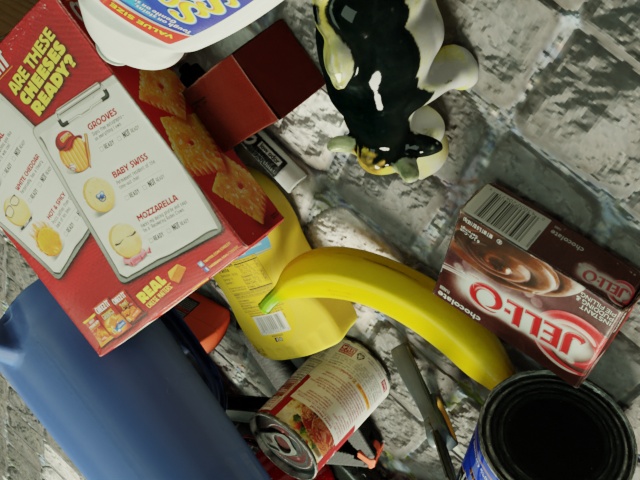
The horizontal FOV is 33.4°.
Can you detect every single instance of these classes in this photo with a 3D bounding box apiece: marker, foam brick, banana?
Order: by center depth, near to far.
[{"bbox_3d":[-0.045,-0.102,0.708,0.053,0.051,0.078,55,147,-10],"label":"foam brick"},{"bbox_3d":[0.051,0.047,0.753,0.198,0.037,0.070,19,124,20],"label":"banana"},{"bbox_3d":[-0.058,-0.084,0.773,0.121,0.020,0.020,46,148,3],"label":"marker"}]

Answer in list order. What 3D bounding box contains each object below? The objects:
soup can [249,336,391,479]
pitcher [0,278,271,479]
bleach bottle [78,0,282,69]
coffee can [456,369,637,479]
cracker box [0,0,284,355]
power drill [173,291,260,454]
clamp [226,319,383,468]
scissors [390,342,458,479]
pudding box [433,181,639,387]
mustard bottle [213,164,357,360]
[{"bbox_3d":[0.001,0.132,0.857,0.069,0.102,0.068,30,144,25],"label":"soup can"},{"bbox_3d":[-0.142,0.136,0.857,0.243,0.149,0.145,49,167,16],"label":"pitcher"},{"bbox_3d":[-0.068,-0.145,0.574,0.102,0.068,0.251,34,156,-16],"label":"bleach bottle"},{"bbox_3d":[0.144,0.168,0.727,0.103,0.102,0.140,34,145,21],"label":"coffee can"},{"bbox_3d":[-0.155,-0.049,0.761,0.164,0.072,0.213,-36,92,30],"label":"cracker box"},{"bbox_3d":[-0.113,0.135,1.036,0.185,0.057,0.188,23,139,29],"label":"power drill"},{"bbox_3d":[-0.021,0.137,0.928,0.171,0.039,0.120,22,130,7],"label":"clamp"},{"bbox_3d":[0.072,0.117,0.742,0.096,0.016,0.201,62,-175,8],"label":"scissors"},{"bbox_3d":[0.130,0.028,0.652,0.113,0.039,0.090,36,146,19],"label":"pudding box"},{"bbox_3d":[-0.055,0.001,0.821,0.096,0.058,0.191,-14,114,43],"label":"mustard bottle"}]
